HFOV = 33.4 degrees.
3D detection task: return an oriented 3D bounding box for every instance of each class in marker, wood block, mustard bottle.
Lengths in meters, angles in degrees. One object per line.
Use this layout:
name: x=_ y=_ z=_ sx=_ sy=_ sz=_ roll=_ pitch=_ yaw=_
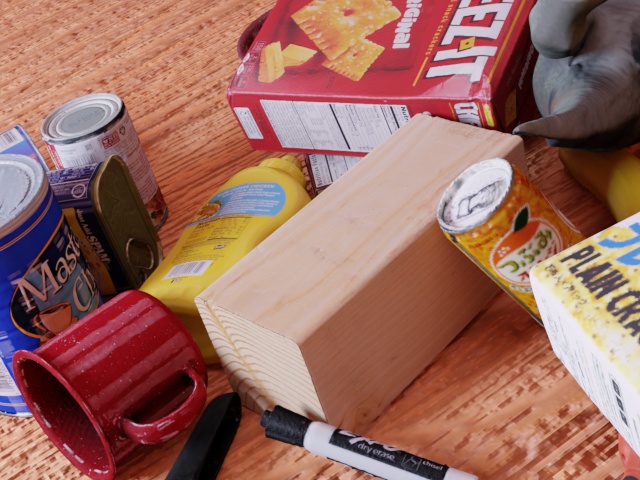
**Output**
marker: x=0.023 y=0.114 z=0.566 sx=0.121 sy=0.020 sz=0.020 roll=17 pitch=46 yaw=18
wood block: x=0.036 y=0.019 z=0.653 sx=0.090 sy=0.091 sz=0.205 roll=20 pitch=50 yaw=41
mustard bottle: x=-0.055 y=0.001 z=0.740 sx=0.096 sy=0.058 sz=0.191 roll=-9 pitch=34 yaw=32

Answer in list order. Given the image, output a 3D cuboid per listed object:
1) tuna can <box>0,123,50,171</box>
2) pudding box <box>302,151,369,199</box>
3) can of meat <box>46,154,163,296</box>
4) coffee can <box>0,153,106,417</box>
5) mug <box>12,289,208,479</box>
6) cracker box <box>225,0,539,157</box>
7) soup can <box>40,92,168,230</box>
tuna can: x=-0.236 y=-0.049 z=0.860 sx=0.033 sy=0.086 sz=0.086 roll=-30 pitch=38 yaw=-16
pudding box: x=0.045 y=-0.062 z=0.804 sx=0.113 sy=0.039 sz=0.090 roll=-17 pitch=37 yaw=3
can of meat: x=-0.171 y=-0.005 z=0.762 sx=0.084 sy=0.102 sz=0.057 roll=-8 pitch=36 yaw=16
coffee can: x=-0.201 y=0.030 z=0.692 sx=0.103 sy=0.140 sz=0.103 roll=-11 pitch=36 yaw=8
mug: x=-0.114 y=0.085 z=0.627 sx=0.117 sy=0.093 sz=0.081 roll=14 pitch=40 yaw=45
cracker box: x=0.057 y=-0.142 z=0.785 sx=0.214 sy=0.072 sz=0.164 roll=6 pitch=54 yaw=31
soup can: x=-0.166 y=-0.054 z=0.823 sx=0.068 sy=0.102 sz=0.068 roll=-11 pitch=36 yaw=8
